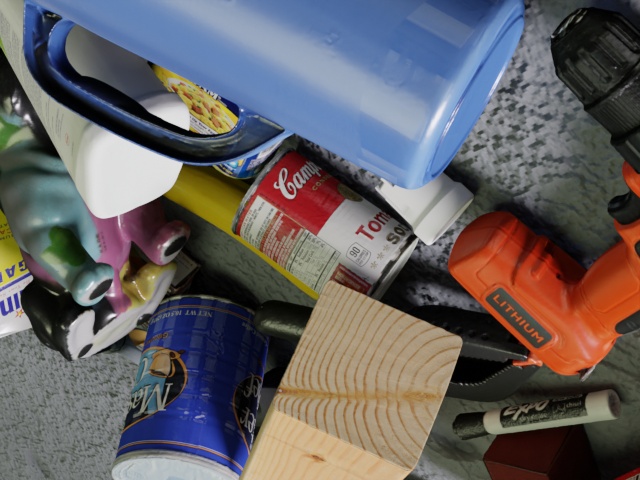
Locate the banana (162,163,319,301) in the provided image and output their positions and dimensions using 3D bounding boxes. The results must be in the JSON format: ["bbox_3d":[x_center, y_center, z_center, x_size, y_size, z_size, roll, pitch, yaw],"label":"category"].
[{"bbox_3d":[-0.047,-0.006,0.762,0.198,0.037,0.070,37,146,6],"label":"banana"}]

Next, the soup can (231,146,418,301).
[{"bbox_3d":[0.003,-0.004,0.685,0.102,0.068,0.069,35,146,9],"label":"soup can"}]

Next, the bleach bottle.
[{"bbox_3d":[-0.173,-0.138,0.665,0.251,0.068,0.103,55,154,18],"label":"bleach bottle"}]

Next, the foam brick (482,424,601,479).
[{"bbox_3d":[0.154,0.161,0.734,0.051,0.053,0.078,6,133,42],"label":"foam brick"}]

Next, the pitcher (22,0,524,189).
[{"bbox_3d":[-0.033,-0.118,0.532,0.243,0.144,0.149,31,150,11],"label":"pitcher"}]

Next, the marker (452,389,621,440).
[{"bbox_3d":[0.139,0.116,0.705,0.121,0.020,0.020,-17,116,38],"label":"marker"}]

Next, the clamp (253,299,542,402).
[{"bbox_3d":[0.074,0.087,0.738,0.210,0.036,0.164,-8,139,42],"label":"clamp"}]

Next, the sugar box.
[{"bbox_3d":[-0.257,-0.009,0.880,0.048,0.093,0.176,34,137,49],"label":"sugar box"}]

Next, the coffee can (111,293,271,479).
[{"bbox_3d":[-0.099,0.128,0.846,0.103,0.140,0.103,6,146,4],"label":"coffee can"}]

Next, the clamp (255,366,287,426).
[{"bbox_3d":[-0.032,0.149,0.922,0.120,0.039,0.171,24,145,13],"label":"clamp"}]

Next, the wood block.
[{"bbox_3d":[0.012,0.119,0.703,0.091,0.090,0.206,24,154,1],"label":"wood block"}]

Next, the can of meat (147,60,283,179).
[{"bbox_3d":[-0.060,-0.095,0.656,0.102,0.057,0.084,40,149,3],"label":"can of meat"}]

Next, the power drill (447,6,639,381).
[{"bbox_3d":[0.146,-0.011,0.541,0.184,0.057,0.188,44,147,-4],"label":"power drill"}]

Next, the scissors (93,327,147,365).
[{"bbox_3d":[-0.194,0.075,0.932,0.096,0.016,0.201,48,-175,20],"label":"scissors"}]
